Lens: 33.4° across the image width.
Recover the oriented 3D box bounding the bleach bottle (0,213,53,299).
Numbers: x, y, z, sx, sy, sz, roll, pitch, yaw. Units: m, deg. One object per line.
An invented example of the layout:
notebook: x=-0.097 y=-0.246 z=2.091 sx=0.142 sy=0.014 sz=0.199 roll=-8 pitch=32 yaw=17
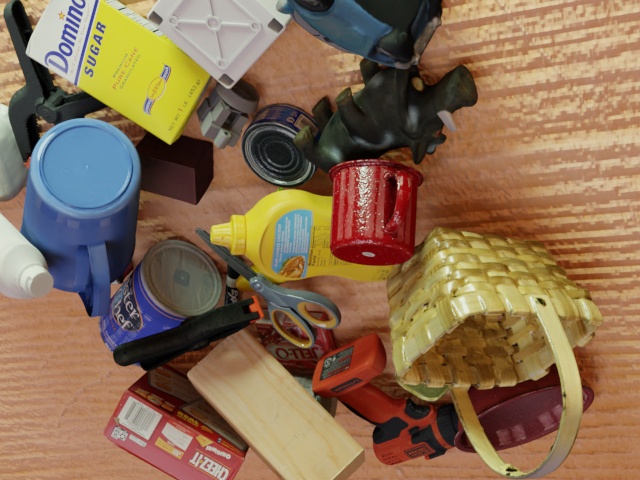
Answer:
bleach bottle: x=-0.373 y=-0.006 z=1.173 sx=0.251 sy=0.068 sz=0.102 roll=28 pitch=144 yaw=40

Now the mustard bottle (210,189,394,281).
mustard bottle: x=-0.017 y=-0.005 z=1.102 sx=0.191 sy=0.058 sz=0.096 roll=0 pitch=120 yaw=-12

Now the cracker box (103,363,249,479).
cracker box: x=-0.168 y=0.236 z=1.347 sx=0.164 sy=0.213 sz=0.072 roll=30 pitch=93 yaw=0

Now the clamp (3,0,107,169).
clamp: x=-0.302 y=-0.160 z=1.182 sx=0.164 sy=0.036 sz=0.210 roll=37 pitch=134 yaw=-8

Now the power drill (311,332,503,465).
power drill: x=0.097 y=0.190 z=1.263 sx=0.185 sy=0.057 sz=0.187 roll=-29 pitch=120 yaw=34

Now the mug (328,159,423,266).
mug: x=0.056 y=-0.027 z=1.016 sx=0.093 sy=0.081 sz=0.117 roll=11 pitch=162 yaw=-21

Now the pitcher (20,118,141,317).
pitcher: x=-0.253 y=-0.026 z=1.143 sx=0.149 sy=0.145 sz=0.243 roll=33 pitch=158 yaw=-2

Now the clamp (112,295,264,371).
clamp: x=-0.148 y=0.110 z=1.221 sx=0.120 sy=0.171 sz=0.039 roll=116 pitch=135 yaw=-81

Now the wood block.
wood block: x=-0.051 y=0.209 z=1.253 sx=0.206 sy=0.090 sz=0.091 roll=44 pitch=167 yaw=17

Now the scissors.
scissors: x=-0.050 y=0.049 z=1.204 sx=0.096 sy=0.016 sz=0.201 roll=-15 pitch=125 yaw=30

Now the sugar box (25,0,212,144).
sugar box: x=-0.202 y=-0.184 z=1.084 sx=0.176 sy=0.048 sz=0.093 roll=31 pitch=109 yaw=-5

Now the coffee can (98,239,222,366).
coffee can: x=-0.195 y=0.078 z=1.292 sx=0.102 sy=0.102 sz=0.141 roll=37 pitch=135 yaw=-8

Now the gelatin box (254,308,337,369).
gelatin box: x=-0.028 y=0.121 z=1.299 sx=0.089 sy=0.030 sz=0.073 roll=2 pitch=130 yaw=25

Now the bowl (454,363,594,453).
bowl: x=0.216 y=0.176 z=1.177 sx=0.162 sy=0.055 sz=0.162 roll=-13 pitch=150 yaw=-8

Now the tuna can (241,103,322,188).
tuna can: x=-0.038 y=-0.097 z=1.108 sx=0.086 sy=0.033 sz=0.086 roll=14 pitch=133 yaw=15

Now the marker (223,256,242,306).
marker: x=-0.107 y=0.064 z=1.295 sx=0.020 sy=0.020 sz=0.121 roll=19 pitch=134 yaw=10

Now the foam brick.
foam brick: x=-0.161 y=-0.082 z=1.170 sx=0.078 sy=0.051 sz=0.053 roll=16 pitch=133 yaw=13
